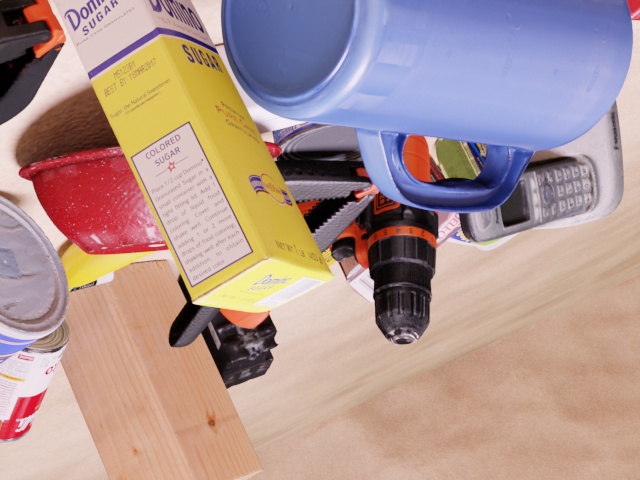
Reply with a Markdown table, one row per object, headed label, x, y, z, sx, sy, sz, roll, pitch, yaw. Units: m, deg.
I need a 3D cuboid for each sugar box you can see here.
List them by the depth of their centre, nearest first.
| label | x | y | z | sx | sy | sz | roll | pitch | yaw |
| --- | --- | --- | --- | --- | --- | --- | --- | --- | --- |
| sugar box | -0.060 | -0.054 | 0.495 | 0.048 | 0.176 | 0.093 | -28 | 166 | 12 |

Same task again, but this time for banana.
| label | x | y | z | sx | sy | sz | roll | pitch | yaw |
| --- | --- | --- | --- | --- | --- | --- | --- | --- | --- |
| banana | -0.122 | -0.012 | 0.824 | 0.197 | 0.037 | 0.070 | -24 | 180 | -6 |

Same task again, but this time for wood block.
| label | x | y | z | sx | sy | sz | roll | pitch | yaw |
| --- | --- | --- | --- | --- | --- | --- | --- | --- | --- |
| wood block | -0.147 | 0.130 | 0.923 | 0.090 | 0.206 | 0.090 | -36 | 162 | 31 |

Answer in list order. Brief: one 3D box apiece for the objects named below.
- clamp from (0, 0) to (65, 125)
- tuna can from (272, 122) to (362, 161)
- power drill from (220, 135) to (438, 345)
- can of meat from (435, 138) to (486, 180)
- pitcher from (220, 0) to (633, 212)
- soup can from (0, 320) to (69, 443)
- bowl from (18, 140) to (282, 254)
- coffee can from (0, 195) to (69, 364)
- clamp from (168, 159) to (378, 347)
| label | x | y | z | sx | sy | sz | roll | pitch | yaw |
| --- | --- | --- | --- | --- | --- | --- | --- | --- | --- |
| clamp | -0.195 | -0.058 | 0.520 | 0.171 | 0.039 | 0.120 | -27 | 167 | 0 |
| tuna can | 0.007 | -0.082 | 0.763 | 0.086 | 0.034 | 0.086 | -10 | 164 | -3 |
| power drill | 0.006 | 0.012 | 0.843 | 0.188 | 0.184 | 0.057 | -17 | 142 | 28 |
| can of meat | 0.166 | -0.067 | 1.000 | 0.083 | 0.102 | 0.058 | -18 | 164 | -25 |
| pitcher | 0.062 | -0.107 | 0.603 | 0.242 | 0.149 | 0.145 | -5 | 154 | -48 |
| soup can | -0.252 | 0.105 | 0.869 | 0.068 | 0.069 | 0.102 | -8 | 134 | -51 |
| bowl | -0.101 | -0.023 | 0.658 | 0.162 | 0.055 | 0.162 | -6 | 177 | 0 |
| coffee can | -0.244 | 0.046 | 0.670 | 0.140 | 0.103 | 0.102 | -33 | 165 | 22 |
| clamp | -0.055 | 0.001 | 0.790 | 0.210 | 0.036 | 0.164 | -18 | 136 | 0 |
